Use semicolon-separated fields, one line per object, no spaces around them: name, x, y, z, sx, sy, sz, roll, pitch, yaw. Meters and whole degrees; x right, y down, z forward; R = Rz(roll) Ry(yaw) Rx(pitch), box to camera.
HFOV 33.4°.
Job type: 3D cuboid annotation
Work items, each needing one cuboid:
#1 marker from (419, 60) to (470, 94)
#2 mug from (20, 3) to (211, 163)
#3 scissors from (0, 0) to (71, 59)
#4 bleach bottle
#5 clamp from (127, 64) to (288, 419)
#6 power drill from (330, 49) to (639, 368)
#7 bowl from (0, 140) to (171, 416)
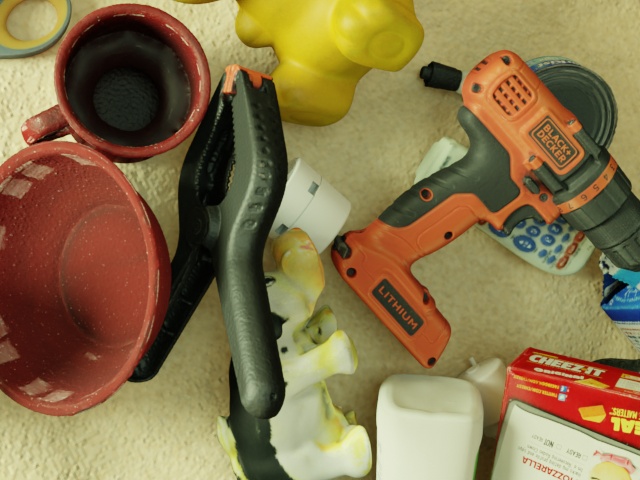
marker;0.129;-0.108;0.770;0.121;0.020;0.020;12;84;-14
mug;-0.131;-0.087;0.667;0.117;0.082;0.093;-29;95;-15
scissors;-0.231;-0.106;0.676;0.096;0.016;0.201;26;81;-12
bleach bottle;0.062;0.221;0.698;0.068;0.102;0.251;5;98;5
clamp;-0.054;0.001;0.634;0.036;0.165;0.210;13;90;-37
power drill;0.115;-0.004;0.714;0.187;0.057;0.184;-43;101;3
bowl;-0.144;0.022;0.646;0.055;0.162;0.162;1;85;-59
